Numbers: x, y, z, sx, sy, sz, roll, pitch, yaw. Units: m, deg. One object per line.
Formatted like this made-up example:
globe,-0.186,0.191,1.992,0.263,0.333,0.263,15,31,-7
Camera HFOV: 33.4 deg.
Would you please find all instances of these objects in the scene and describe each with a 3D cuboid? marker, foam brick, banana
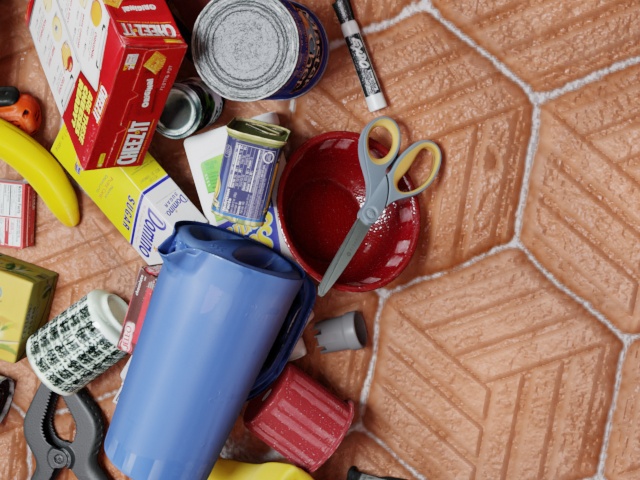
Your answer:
marker,0.038,-0.189,1.074,0.020,0.020,0.121,-19,94,14
foam brick,-0.102,-0.251,1.066,0.078,0.052,0.051,-30,90,39
banana,-0.327,-0.086,1.122,0.197,0.037,0.070,31,114,-25

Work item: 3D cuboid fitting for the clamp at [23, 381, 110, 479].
clamp,-0.294,0.247,1.200,0.165,0.036,0.210,-10,94,13

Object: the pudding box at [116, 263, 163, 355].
pudding box,-0.156,0.069,1.105,0.039,0.113,0.090,24,103,22

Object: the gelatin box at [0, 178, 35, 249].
gelatin box,-0.360,-0.032,1.178,0.089,0.030,0.073,6,98,11

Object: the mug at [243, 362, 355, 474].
mug,-0.030,0.182,1.105,0.081,0.117,0.093,39,64,-12

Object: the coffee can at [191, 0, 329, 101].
coffee can,-0.055,-0.186,1.032,0.103,0.140,0.103,2,98,12

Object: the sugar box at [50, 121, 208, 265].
sugar box,-0.201,-0.057,1.110,0.176,0.048,0.093,51,145,4

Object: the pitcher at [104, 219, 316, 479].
pitcher,-0.109,0.113,1.027,0.149,0.145,0.243,23,101,2

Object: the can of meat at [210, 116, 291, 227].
can of meat,-0.067,-0.066,1.007,0.057,0.102,0.084,14,104,-2

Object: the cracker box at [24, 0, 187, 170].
cracker box,-0.210,-0.200,1.020,0.214,0.071,0.164,62,143,28

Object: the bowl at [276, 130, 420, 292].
bowl,0.018,-0.025,1.060,0.161,0.055,0.162,6,77,-28

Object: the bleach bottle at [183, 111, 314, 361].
bleach bottle,-0.057,0.001,1.102,0.103,0.068,0.251,-16,97,13

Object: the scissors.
scissors,0.039,-0.044,1.034,0.201,0.016,0.096,-42,96,-24

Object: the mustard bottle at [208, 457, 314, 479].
mustard bottle,-0.082,0.272,1.121,0.192,0.058,0.096,-5,124,43
